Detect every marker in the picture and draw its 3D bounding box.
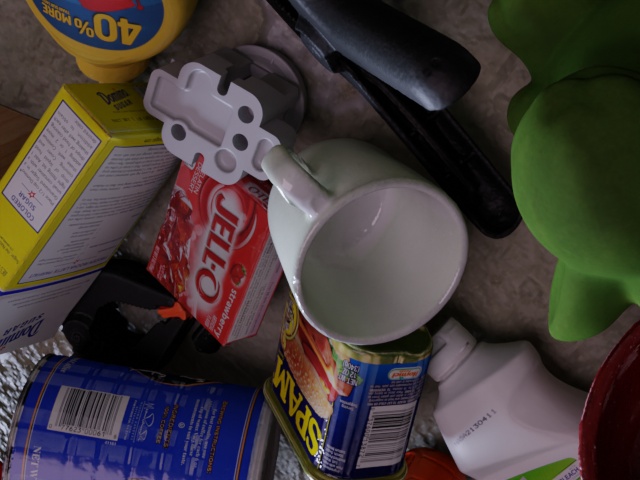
[{"bbox_3d":[-0.043,0.026,0.618,0.020,0.020,0.121,41,125,5],"label":"marker"}]

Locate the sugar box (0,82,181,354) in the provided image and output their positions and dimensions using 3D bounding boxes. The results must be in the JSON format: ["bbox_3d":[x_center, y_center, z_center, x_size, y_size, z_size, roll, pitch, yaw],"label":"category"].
[{"bbox_3d":[-0.146,-0.009,0.591,0.048,0.093,0.176,48,114,12],"label":"sugar box"}]

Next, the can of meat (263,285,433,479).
[{"bbox_3d":[0.014,0.067,0.562,0.102,0.057,0.084,-126,41,-53],"label":"can of meat"}]

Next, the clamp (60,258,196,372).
[{"bbox_3d":[-0.152,0.048,0.676,0.172,0.039,0.120,-26,104,28],"label":"clamp"}]

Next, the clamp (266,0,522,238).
[{"bbox_3d":[0.011,-0.096,0.469,0.036,0.164,0.210,-41,72,-1],"label":"clamp"}]

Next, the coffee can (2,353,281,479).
[{"bbox_3d":[-0.099,0.127,0.621,0.140,0.102,0.103,9,118,4],"label":"coffee can"}]

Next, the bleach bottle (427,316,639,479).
[{"bbox_3d":[0.152,0.131,0.539,0.251,0.068,0.103,44,123,6],"label":"bleach bottle"}]

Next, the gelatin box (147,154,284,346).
[{"bbox_3d":[-0.054,0.001,0.587,0.073,0.030,0.089,41,124,29],"label":"gelatin box"}]

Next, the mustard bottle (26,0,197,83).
[{"bbox_3d":[-0.107,-0.143,0.525,0.096,0.058,0.192,18,146,7],"label":"mustard bottle"}]
